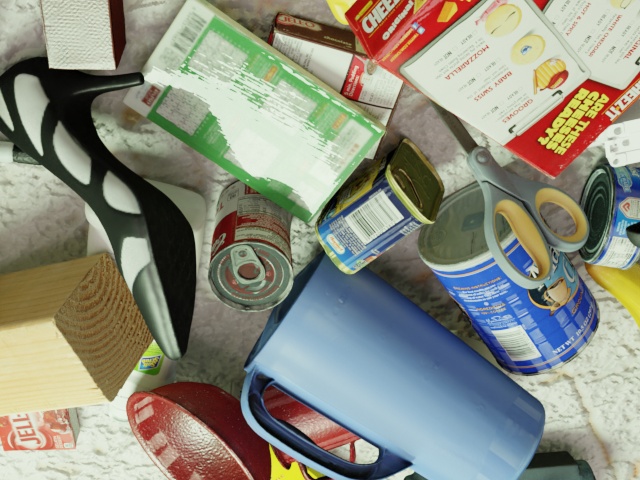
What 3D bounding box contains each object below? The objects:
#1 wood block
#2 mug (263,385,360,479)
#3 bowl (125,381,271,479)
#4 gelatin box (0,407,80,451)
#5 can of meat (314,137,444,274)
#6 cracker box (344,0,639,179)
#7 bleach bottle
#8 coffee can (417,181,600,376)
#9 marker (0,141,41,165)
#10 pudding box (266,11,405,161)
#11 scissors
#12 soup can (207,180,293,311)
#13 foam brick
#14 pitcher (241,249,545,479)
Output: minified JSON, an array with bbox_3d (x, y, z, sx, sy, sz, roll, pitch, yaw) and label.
[{"bbox_3d":[-0.256,0.086,0.900,0.206,0.090,0.091,-11,121,30],"label":"wood block"},{"bbox_3d":[-0.004,0.168,0.993,0.081,0.117,0.093,-19,163,6],"label":"mug"},{"bbox_3d":[-0.098,0.180,0.956,0.162,0.055,0.162,29,144,23],"label":"bowl"},{"bbox_3d":[-0.276,0.164,1.031,0.073,0.030,0.089,-1,124,0],"label":"gelatin box"},{"bbox_3d":[0.047,-0.027,0.863,0.084,0.102,0.057,-36,101,24],"label":"can of meat"},{"bbox_3d":[0.149,-0.157,0.757,0.213,0.072,0.164,24,119,-39],"label":"cracker box"},{"bbox_3d":[-0.168,0.065,0.948,0.102,0.068,0.251,12,126,-6],"label":"bleach bottle"},{"bbox_3d":[0.160,0.031,0.904,0.103,0.103,0.140,-28,120,17],"label":"coffee can"},{"bbox_3d":[-0.284,-0.074,0.876,0.121,0.020,0.020,4,124,-4],"label":"marker"},{"bbox_3d":[0.005,-0.119,0.838,0.113,0.039,0.090,15,125,-8],"label":"pudding box"},{"bbox_3d":[0.144,-0.060,0.836,0.096,0.202,0.016,-13,164,-22],"label":"scissors"},{"bbox_3d":[-0.056,0.001,0.880,0.068,0.102,0.068,0,124,-1],"label":"soup can"},{"bbox_3d":[-0.176,-0.172,0.792,0.053,0.051,0.078,1,124,-1],"label":"foam brick"},{"bbox_3d":[0.060,0.126,0.903,0.243,0.145,0.149,35,110,-3],"label":"pitcher"}]
